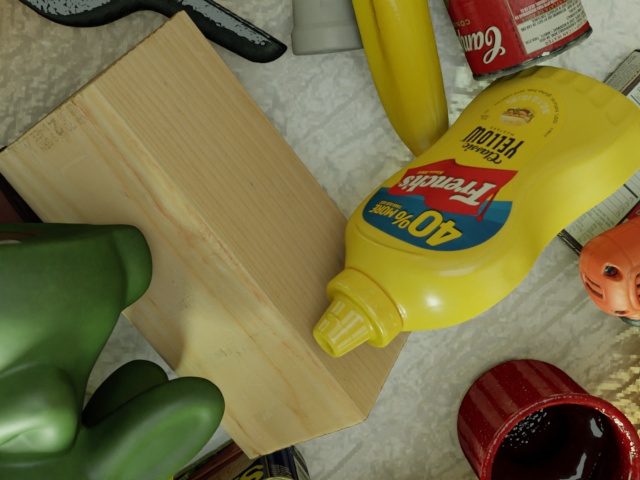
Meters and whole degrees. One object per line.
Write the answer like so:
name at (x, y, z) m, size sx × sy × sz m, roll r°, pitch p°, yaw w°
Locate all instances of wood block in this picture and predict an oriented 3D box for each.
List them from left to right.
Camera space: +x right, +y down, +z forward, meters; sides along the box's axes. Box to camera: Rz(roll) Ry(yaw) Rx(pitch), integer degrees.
wood block at (-0.054, 0.001, 0.551) m, size 0.090 × 0.090 × 0.206 m, roll -26°, pitch 109°, yaw 38°

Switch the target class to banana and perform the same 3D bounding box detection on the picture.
banana at (0.039, -0.129, 0.557) m, size 0.037 × 0.069 × 0.198 m, roll -6°, pitch 106°, yaw 22°

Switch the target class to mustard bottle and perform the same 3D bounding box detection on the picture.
mustard bottle at (0.069, -0.010, 0.534) m, size 0.191 × 0.096 × 0.058 m, roll -42°, pitch 132°, yaw -19°

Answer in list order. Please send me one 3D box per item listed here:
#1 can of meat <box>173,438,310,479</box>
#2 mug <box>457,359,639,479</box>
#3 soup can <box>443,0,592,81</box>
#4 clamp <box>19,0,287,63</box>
can of meat at (-0.050, 0.158, 0.606) m, size 0.102 × 0.084 × 0.057 m, roll -32°, pitch 105°, yaw 1°
mug at (0.132, 0.129, 0.624) m, size 0.093 × 0.081 × 0.117 m, roll -23°, pitch 105°, yaw -2°
soup can at (0.094, -0.145, 0.563) m, size 0.068 × 0.068 × 0.102 m, roll -25°, pitch 104°, yaw -1°
clamp at (-0.095, -0.142, 0.555) m, size 0.171 × 0.039 × 0.120 m, roll -10°, pitch 100°, yaw 1°
